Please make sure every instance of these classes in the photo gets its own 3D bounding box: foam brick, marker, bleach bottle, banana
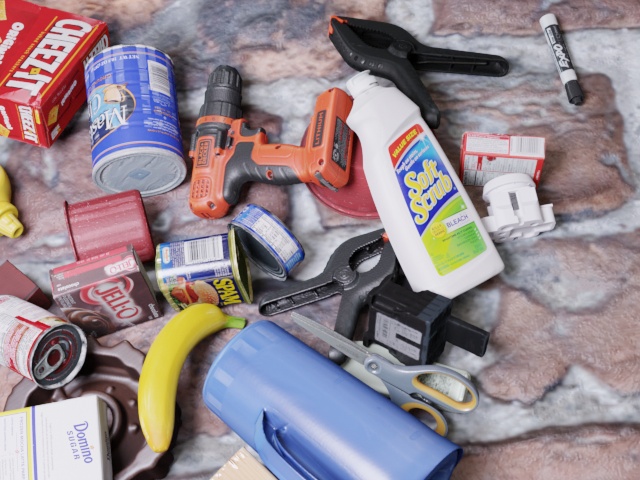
[{"bbox_3d":[-0.337,0.072,1.142,0.051,0.053,0.078,36,72,17],"label":"foam brick"},{"bbox_3d":[0.280,-0.209,1.236,0.020,0.020,0.121,-13,66,-1],"label":"marker"},{"bbox_3d":[0.091,-0.058,1.113,0.102,0.068,0.251,-27,87,-21],"label":"bleach bottle"},{"bbox_3d":[-0.140,0.122,1.064,0.069,0.037,0.197,28,44,3],"label":"banana"}]

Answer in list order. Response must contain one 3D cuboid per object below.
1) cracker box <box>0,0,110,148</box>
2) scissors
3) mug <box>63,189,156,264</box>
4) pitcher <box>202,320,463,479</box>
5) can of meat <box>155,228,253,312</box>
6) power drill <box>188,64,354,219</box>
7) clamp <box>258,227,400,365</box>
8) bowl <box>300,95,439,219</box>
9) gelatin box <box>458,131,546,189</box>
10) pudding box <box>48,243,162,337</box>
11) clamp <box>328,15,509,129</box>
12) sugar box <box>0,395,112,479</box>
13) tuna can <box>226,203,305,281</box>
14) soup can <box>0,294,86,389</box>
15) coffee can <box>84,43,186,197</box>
[{"bbox_3d":[-0.375,-0.208,1.236,0.214,0.072,0.164,16,51,12],"label":"cracker box"},{"bbox_3d":[0.056,0.141,1.063,0.202,0.096,0.016,17,26,7],"label":"scissors"},{"bbox_3d":[-0.228,-0.013,1.160,0.081,0.093,0.117,-14,30,-7],"label":"mug"},{"bbox_3d":[0.001,0.185,1.017,0.243,0.149,0.145,35,67,22],"label":"pitcher"},{"bbox_3d":[-0.121,0.034,1.116,0.084,0.102,0.057,-9,65,3],"label":"can of meat"},{"bbox_3d":[-0.056,-0.117,1.169,0.188,0.057,0.184,-5,71,29],"label":"power drill"},{"bbox_3d":[0.018,0.046,1.132,0.120,0.039,0.171,27,62,24],"label":"clamp"},{"bbox_3d":[0.053,-0.107,1.190,0.162,0.055,0.162,-2,66,4],"label":"bowl"},{"bbox_3d":[0.196,-0.087,1.160,0.089,0.073,0.030,5,66,7],"label":"gelatin box"},{"bbox_3d":[-0.221,0.055,1.107,0.090,0.113,0.039,-17,63,-3],"label":"pudding box"},{"bbox_3d":[0.102,-0.210,1.229,0.210,0.036,0.164,36,47,28],"label":"clamp"},{"bbox_3d":[-0.291,0.211,1.025,0.176,0.048,0.093,-9,66,0],"label":"sugar box"},{"bbox_3d":[-0.057,0.001,1.133,0.086,0.086,0.033,38,72,18],"label":"tuna can"},{"bbox_3d":[-0.292,0.099,1.065,0.102,0.068,0.068,19,67,35],"label":"soup can"},{"bbox_3d":[-0.208,-0.133,1.195,0.103,0.103,0.140,-10,66,0],"label":"coffee can"}]
